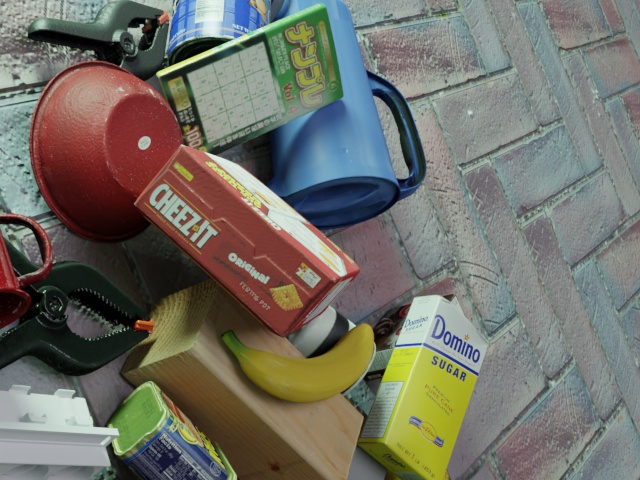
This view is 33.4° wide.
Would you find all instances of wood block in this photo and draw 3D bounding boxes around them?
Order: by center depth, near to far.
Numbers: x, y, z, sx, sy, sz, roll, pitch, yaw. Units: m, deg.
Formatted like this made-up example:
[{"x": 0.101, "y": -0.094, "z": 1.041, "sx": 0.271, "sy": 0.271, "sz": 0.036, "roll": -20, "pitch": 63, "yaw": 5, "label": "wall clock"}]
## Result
[{"x": -0.065, "y": 0.138, "z": 0.951, "sx": 0.206, "sy": 0.091, "sz": 0.090, "roll": 48, "pitch": 39, "yaw": -26, "label": "wood block"}]

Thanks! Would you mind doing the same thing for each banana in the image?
[{"x": -0.004, "y": 0.106, "z": 0.935, "sx": 0.197, "sy": 0.037, "sz": 0.069, "roll": 5, "pitch": 69, "yaw": -52, "label": "banana"}]

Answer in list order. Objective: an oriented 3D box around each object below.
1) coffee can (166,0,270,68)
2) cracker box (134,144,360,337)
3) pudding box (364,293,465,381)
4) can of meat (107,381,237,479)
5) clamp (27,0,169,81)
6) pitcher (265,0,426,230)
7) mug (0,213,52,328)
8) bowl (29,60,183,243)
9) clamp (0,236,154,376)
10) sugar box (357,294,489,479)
[{"x": -0.101, "y": -0.230, "z": 1.087, "sx": 0.102, "sy": 0.103, "sz": 0.140, "roll": 29, "pitch": 51, "yaw": -42, "label": "coffee can"}, {"x": -0.056, "y": 0.001, "z": 0.930, "sx": 0.164, "sy": 0.072, "sz": 0.213, "roll": 41, "pitch": 6, "yaw": 5, "label": "cracker box"}, {"x": 0.100, "y": 0.107, "z": 1.186, "sx": 0.039, "sy": 0.090, "sz": 0.113, "roll": 61, "pitch": 37, "yaw": -15, "label": "pudding box"}, {"x": -0.122, "y": 0.169, "z": 0.857, "sx": 0.057, "sy": 0.102, "sz": 0.084, "roll": -43, "pitch": 110, "yaw": -6, "label": "can of meat"}, {"x": -0.189, "y": -0.166, "z": 0.995, "sx": 0.171, "sy": 0.039, "sz": 0.120, "roll": -39, "pitch": 115, "yaw": -51, "label": "clamp"}, {"x": 0.010, "y": -0.142, "z": 1.163, "sx": 0.149, "sy": 0.145, "sz": 0.243, "roll": 23, "pitch": 51, "yaw": -55, "label": "pitcher"}, {"x": -0.243, "y": 0.015, "z": 0.731, "sx": 0.117, "sy": 0.093, "sz": 0.081, "roll": -17, "pitch": 71, "yaw": -16, "label": "mug"}, {"x": -0.170, "y": -0.079, "z": 0.925, "sx": 0.161, "sy": 0.055, "sz": 0.162, "roll": 6, "pitch": 82, "yaw": -51, "label": "bowl"}, {"x": -0.223, "y": 0.045, "z": 0.838, "sx": 0.209, "sy": 0.036, "sz": 0.164, "roll": 8, "pitch": 66, "yaw": -47, "label": "clamp"}, {"x": 0.108, "y": 0.151, "z": 1.078, "sx": 0.093, "sy": 0.048, "sz": 0.176, "roll": 43, "pitch": 58, "yaw": -30, "label": "sugar box"}]
